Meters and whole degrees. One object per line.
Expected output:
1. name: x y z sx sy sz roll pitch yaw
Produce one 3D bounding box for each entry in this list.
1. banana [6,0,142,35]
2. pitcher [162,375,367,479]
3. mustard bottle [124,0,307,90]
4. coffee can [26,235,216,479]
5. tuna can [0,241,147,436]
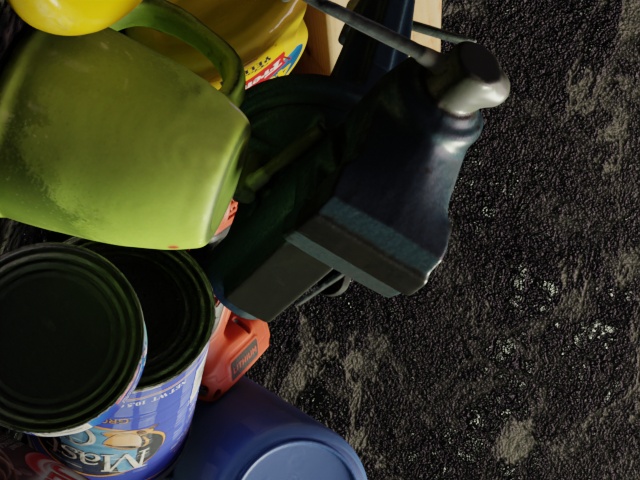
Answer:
1. banana: -0.084 -0.121 0.427 0.197 0.037 0.070 -64 176 -66
2. pitcher: -0.073 0.162 0.757 0.149 0.145 0.243 -46 -162 -16
3. mustard bottle: -0.055 -0.116 0.642 0.096 0.058 0.191 -30 178 -1
4. coffee can: -0.119 0.074 0.616 0.140 0.103 0.102 109 4 -53
5. tuna can: -0.122 0.046 0.486 0.034 0.086 0.086 109 3 -75
